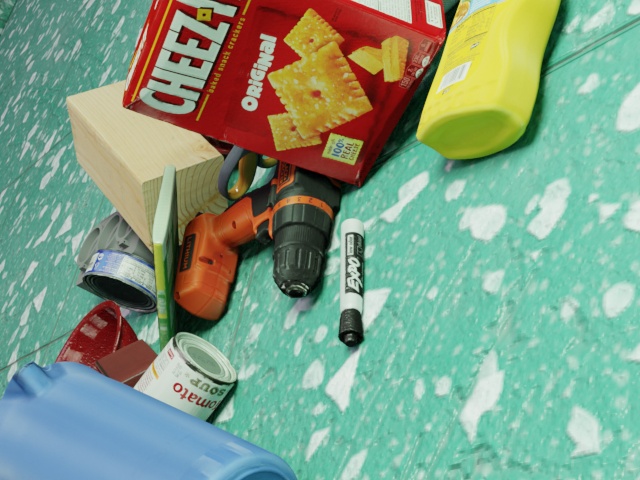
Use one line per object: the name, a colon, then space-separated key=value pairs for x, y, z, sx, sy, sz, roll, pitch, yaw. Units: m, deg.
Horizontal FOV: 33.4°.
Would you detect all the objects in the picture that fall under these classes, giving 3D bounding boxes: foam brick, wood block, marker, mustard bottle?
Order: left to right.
foam brick: x=-0.170 y=0.135 z=1.000 sx=0.051 sy=0.053 sz=0.078 roll=-28 pitch=22 yaw=-17
wood block: x=-0.185 y=-0.085 z=1.129 sx=0.206 sy=0.090 sz=0.090 roll=43 pitch=145 yaw=44
marker: x=0.024 y=0.032 z=0.825 sx=0.020 sy=0.020 sz=0.121 roll=-39 pitch=33 yaw=35
mustard bottle: x=0.132 y=-0.157 z=0.787 sx=0.096 sy=0.058 sz=0.191 roll=-23 pitch=44 yaw=58

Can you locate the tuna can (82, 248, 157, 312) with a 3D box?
tuna can: x=-0.209 y=0.043 z=1.143 sx=0.086 sy=0.086 sz=0.033 roll=-17 pitch=47 yaw=53

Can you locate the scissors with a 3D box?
scissors: x=-0.052 y=-0.114 z=0.993 sx=0.096 sy=0.016 sz=0.202 roll=-33 pitch=-23 yaw=-38

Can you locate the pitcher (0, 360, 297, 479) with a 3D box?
pitcher: x=-0.128 y=0.185 z=0.781 sx=0.243 sy=0.149 sz=0.145 roll=10 pitch=83 yaw=43

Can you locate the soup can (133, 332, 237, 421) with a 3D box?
soup can: x=-0.127 y=0.139 z=0.924 sx=0.102 sy=0.068 sz=0.068 roll=-52 pitch=27 yaw=12

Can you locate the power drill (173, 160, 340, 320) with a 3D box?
power drill: x=-0.056 y=0.001 z=0.958 sx=0.188 sy=0.057 sz=0.184 roll=-33 pitch=36 yaw=38

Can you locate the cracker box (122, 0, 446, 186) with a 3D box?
cracker box: x=-0.031 y=-0.147 z=0.849 sx=0.072 sy=0.213 sz=0.164 roll=-90 pitch=23 yaw=-46

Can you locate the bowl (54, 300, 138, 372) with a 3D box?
bowl: x=-0.231 y=0.146 z=1.108 sx=0.162 sy=0.055 sz=0.162 roll=-41 pitch=32 yaw=32
